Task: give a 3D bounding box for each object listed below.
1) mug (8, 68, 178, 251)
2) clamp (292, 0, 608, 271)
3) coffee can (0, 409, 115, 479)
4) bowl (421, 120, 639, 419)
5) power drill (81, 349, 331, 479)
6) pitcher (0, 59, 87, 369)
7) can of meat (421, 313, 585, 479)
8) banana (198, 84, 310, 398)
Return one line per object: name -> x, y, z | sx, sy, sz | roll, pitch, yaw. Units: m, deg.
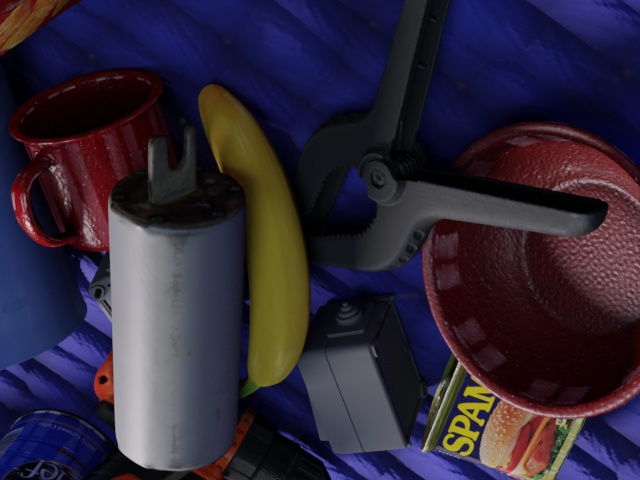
mug -> -0.135, -0.041, 0.636 | 0.093, 0.117, 0.081 | 8, 128, 31
clamp -> 0.051, -0.033, 0.595 | 0.164, 0.036, 0.210 | 57, 134, 12
coffee can -> -0.221, 0.209, 0.794 | 0.103, 0.140, 0.103 | 8, 122, 13
bowl -> 0.135, 0.013, 0.589 | 0.162, 0.055, 0.162 | 11, 105, 43
power drill -> -0.104, 0.185, 0.721 | 0.184, 0.187, 0.057 | 31, 152, 0
pitcher -> -0.242, -0.040, 0.644 | 0.145, 0.149, 0.243 | -13, 109, -4
can of meat -> 0.118, 0.099, 0.668 | 0.084, 0.057, 0.102 | 18, 124, 4
banana -> -0.038, 0.005, 0.637 | 0.070, 0.037, 0.198 | 1, 100, 32
